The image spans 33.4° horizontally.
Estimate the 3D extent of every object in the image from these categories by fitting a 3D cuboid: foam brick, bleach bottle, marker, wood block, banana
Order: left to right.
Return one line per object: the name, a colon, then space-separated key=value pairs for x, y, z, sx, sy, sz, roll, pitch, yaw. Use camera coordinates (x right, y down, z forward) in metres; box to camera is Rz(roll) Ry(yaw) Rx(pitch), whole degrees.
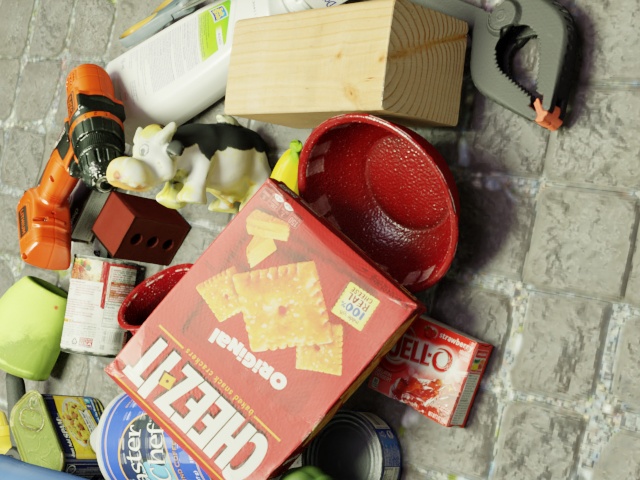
marker: x=-0.243 y=0.030 z=1.171 sx=0.020 sy=0.020 sz=0.121 roll=2 pitch=83 yaw=39
foam brick: x=-0.185 y=-0.012 z=1.095 sx=0.051 sy=0.078 sz=0.053 roll=43 pitch=111 yaw=36
bleach bottle: x=-0.109 y=-0.186 z=1.078 sx=0.251 sy=0.068 sz=0.102 roll=-23 pitch=66 yaw=32
banana: x=-0.049 y=-0.005 z=0.991 sx=0.037 sy=0.069 sz=0.198 roll=22 pitch=105 yaw=18
wood block: x=0.017 y=-0.148 z=0.926 sx=0.207 sy=0.090 sz=0.090 roll=6 pitch=89 yaw=49

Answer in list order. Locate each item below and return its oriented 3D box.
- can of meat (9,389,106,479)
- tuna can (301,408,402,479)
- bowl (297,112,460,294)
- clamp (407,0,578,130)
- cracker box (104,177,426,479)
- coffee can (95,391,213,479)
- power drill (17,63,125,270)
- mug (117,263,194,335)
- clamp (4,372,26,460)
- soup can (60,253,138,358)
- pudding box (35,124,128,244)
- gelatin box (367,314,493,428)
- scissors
can of meat: x=-0.263 y=0.208 z=1.111 sx=0.058 sy=0.083 sz=0.102 roll=-45 pitch=57 yaw=24
tuna can: x=0.027 y=0.187 z=0.911 sx=0.086 sy=0.033 sz=0.086 roll=-9 pitch=76 yaw=38
bowl: x=0.059 y=-0.038 z=0.890 sx=0.162 sy=0.055 sz=0.162 roll=22 pitch=128 yaw=32
clamp: x=0.148 y=-0.178 z=0.882 sx=0.165 sy=0.036 sz=0.210 roll=-25 pitch=62 yaw=35
cracker box: x=-0.045 y=0.081 z=0.870 sx=0.164 sy=0.072 sz=0.214 roll=42 pitch=93 yaw=14
coffee can: x=-0.123 y=0.186 z=0.989 sx=0.141 sy=0.102 sz=0.103 roll=-9 pitch=75 yaw=37
power drill: x=-0.248 y=-0.061 z=1.073 sx=0.188 sy=0.057 sz=0.184 roll=-57 pitch=32 yaw=30
mug: x=-0.131 y=0.075 z=1.022 sx=0.093 sy=0.081 sz=0.117 roll=-20 pitch=30 yaw=17
clamp: x=-0.338 y=0.239 z=1.140 sx=0.120 sy=0.039 sz=0.171 roll=-34 pitch=71 yaw=0
soup can: x=-0.233 y=0.069 z=1.124 sx=0.069 sy=0.068 sz=0.102 roll=5 pitch=85 yaw=40
pudding box: x=-0.273 y=-0.065 z=1.202 sx=0.090 sy=0.039 sz=0.113 roll=33 pitch=102 yaw=38
gelatin box: x=0.089 y=0.103 z=0.879 sx=0.089 sy=0.030 sz=0.073 roll=23 pitch=96 yaw=39
scissors: x=-0.134 y=-0.247 z=1.095 sx=0.202 sy=0.016 sz=0.096 roll=-16 pitch=29 yaw=42
